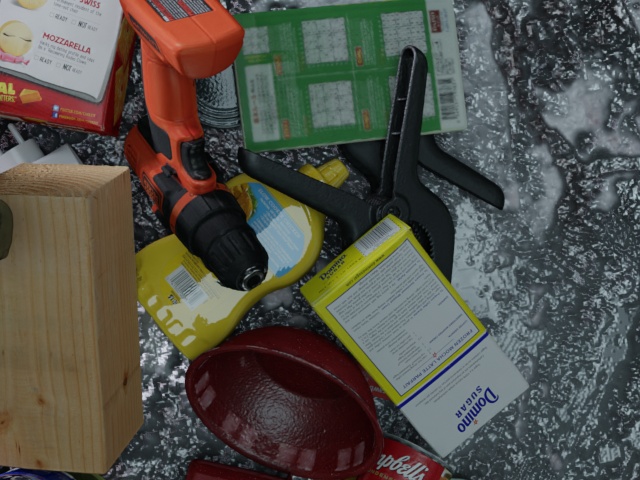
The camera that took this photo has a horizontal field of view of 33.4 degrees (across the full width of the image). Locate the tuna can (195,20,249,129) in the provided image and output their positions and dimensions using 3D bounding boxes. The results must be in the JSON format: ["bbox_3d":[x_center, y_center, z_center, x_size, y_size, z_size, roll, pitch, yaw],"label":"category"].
[{"bbox_3d":[-0.078,-0.131,0.848,0.086,0.034,0.086,0,92,-7],"label":"tuna can"}]

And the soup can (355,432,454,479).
[{"bbox_3d":[0.053,0.212,0.839,0.068,0.069,0.102,31,73,-7],"label":"soup can"}]

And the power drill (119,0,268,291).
[{"bbox_3d":[-0.090,-0.076,0.747,0.057,0.185,0.188,-21,138,-26],"label":"power drill"}]

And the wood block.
[{"bbox_3d":[-0.188,0.055,0.777,0.090,0.090,0.206,3,107,10],"label":"wood block"}]

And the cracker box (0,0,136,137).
[{"bbox_3d":[-0.218,-0.197,0.804,0.164,0.072,0.214,10,90,-1],"label":"cracker box"}]

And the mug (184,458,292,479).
[{"bbox_3d":[-0.075,0.229,0.838,0.081,0.093,0.117,14,110,-3],"label":"mug"}]

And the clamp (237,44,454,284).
[{"bbox_3d":[0.054,-0.033,0.823,0.164,0.036,0.210,-39,113,-9],"label":"clamp"}]

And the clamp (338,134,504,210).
[{"bbox_3d":[0.074,-0.071,0.867,0.120,0.039,0.171,-21,98,-8],"label":"clamp"}]

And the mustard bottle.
[{"bbox_3d":[-0.056,0.001,0.842,0.191,0.058,0.096,-40,83,-4],"label":"mustard bottle"}]

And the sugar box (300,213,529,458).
[{"bbox_3d":[0.074,0.075,0.817,0.093,0.048,0.176,-39,115,-1],"label":"sugar box"}]

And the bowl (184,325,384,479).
[{"bbox_3d":[-0.021,0.116,0.826,0.162,0.162,0.055,32,49,-7],"label":"bowl"}]
